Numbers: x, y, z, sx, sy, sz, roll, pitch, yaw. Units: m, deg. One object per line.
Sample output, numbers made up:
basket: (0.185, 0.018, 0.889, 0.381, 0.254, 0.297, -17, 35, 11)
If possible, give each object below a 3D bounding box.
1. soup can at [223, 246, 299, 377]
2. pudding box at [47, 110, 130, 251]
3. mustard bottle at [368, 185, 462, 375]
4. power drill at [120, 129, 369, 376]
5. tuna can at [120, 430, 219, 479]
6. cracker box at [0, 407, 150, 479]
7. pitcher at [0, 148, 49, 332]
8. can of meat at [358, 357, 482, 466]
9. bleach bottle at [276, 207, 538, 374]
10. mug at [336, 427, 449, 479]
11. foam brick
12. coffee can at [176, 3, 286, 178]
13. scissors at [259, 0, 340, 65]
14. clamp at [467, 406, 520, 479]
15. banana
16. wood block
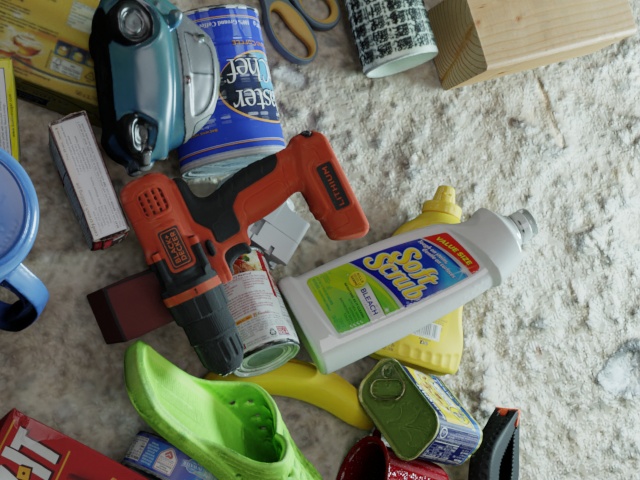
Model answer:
soup can: (-0.067, 0.066, 0.984, 0.068, 0.069, 0.102, -12, 64, -25)
pudding box: (-0.205, -0.050, 0.946, 0.039, 0.090, 0.113, -23, 90, -15)
mustard bottle: (0.110, 0.035, 1.089, 0.096, 0.058, 0.191, 16, 76, -11)
power drill: (-0.056, 0.001, 0.922, 0.187, 0.057, 0.184, -26, 96, -14)
tuna can: (-0.131, 0.202, 0.946, 0.086, 0.086, 0.033, 33, 70, -16)
cracker box: (-0.205, 0.262, 0.886, 0.213, 0.072, 0.164, 33, 50, -16)
pitcher: (-0.289, 0.006, 0.820, 0.149, 0.243, 0.145, -13, 86, -31)
can of meat: (0.098, 0.168, 1.032, 0.083, 0.102, 0.057, 22, 112, -46)
bleach bottle: (0.091, 0.030, 1.027, 0.250, 0.068, 0.103, -27, 67, -8)
mug: (0.072, 0.234, 1.034, 0.081, 0.093, 0.117, 23, 50, -24)
foam brick: (-0.170, 0.060, 0.954, 0.052, 0.078, 0.051, -24, 93, -22)
coffee can: (-0.094, -0.138, 1.001, 0.102, 0.103, 0.140, -11, 87, -25)
scissors: (-0.051, -0.275, 1.088, 0.096, 0.016, 0.202, -33, 96, -25)
clamp: (0.163, 0.263, 1.060, 0.164, 0.036, 0.210, 41, 57, -54)
banana: (-0.034, 0.145, 1.026, 0.197, 0.037, 0.070, 6, 108, -20)
wood block: (0.228, -0.236, 1.162, 0.205, 0.091, 0.090, -17, 90, -25)
